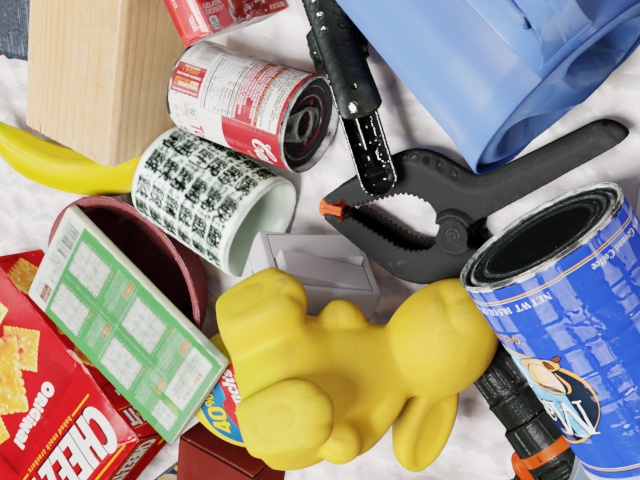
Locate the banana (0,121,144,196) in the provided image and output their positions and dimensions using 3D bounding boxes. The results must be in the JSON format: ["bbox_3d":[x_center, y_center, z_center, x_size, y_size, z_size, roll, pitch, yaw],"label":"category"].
[{"bbox_3d":[-0.201,-0.064,0.867,0.198,0.037,0.069,13,156,29],"label":"banana"}]

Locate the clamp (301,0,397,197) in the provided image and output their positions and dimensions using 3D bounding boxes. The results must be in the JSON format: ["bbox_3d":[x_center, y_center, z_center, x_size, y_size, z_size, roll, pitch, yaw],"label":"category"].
[{"bbox_3d":[0.014,-0.112,0.669,0.120,0.039,0.171,80,178,-58],"label":"clamp"}]

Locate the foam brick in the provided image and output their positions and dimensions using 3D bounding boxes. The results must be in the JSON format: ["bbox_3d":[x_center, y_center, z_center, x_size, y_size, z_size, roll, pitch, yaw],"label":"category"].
[{"bbox_3d":[-0.074,0.187,0.895,0.078,0.052,0.051,23,122,27],"label":"foam brick"}]

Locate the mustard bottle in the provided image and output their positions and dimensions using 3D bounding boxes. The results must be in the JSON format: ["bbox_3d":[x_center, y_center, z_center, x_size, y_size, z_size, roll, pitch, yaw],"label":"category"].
[{"bbox_3d":[-0.049,0.116,0.840,0.192,0.058,0.096,-4,107,37],"label":"mustard bottle"}]

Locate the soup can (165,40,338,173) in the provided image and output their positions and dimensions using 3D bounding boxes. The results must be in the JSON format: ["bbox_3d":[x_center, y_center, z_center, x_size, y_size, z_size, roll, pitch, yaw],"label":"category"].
[{"bbox_3d":[-0.047,-0.094,0.735,0.102,0.068,0.068,22,122,27],"label":"soup can"}]

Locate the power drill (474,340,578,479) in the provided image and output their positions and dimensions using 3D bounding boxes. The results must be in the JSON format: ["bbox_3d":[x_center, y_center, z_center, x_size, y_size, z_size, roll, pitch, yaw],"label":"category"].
[{"bbox_3d":[0.124,0.179,0.747,0.184,0.057,0.188,54,131,7],"label":"power drill"}]

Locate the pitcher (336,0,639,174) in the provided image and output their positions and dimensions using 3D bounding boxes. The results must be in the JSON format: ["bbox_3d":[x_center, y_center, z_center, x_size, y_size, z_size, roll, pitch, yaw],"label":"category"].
[{"bbox_3d":[0.058,-0.166,0.578,0.243,0.144,0.149,49,141,13],"label":"pitcher"}]

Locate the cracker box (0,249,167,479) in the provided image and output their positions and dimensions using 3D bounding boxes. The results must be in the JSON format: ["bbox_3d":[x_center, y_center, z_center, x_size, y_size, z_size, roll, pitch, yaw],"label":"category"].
[{"bbox_3d":[-0.248,0.141,0.951,0.214,0.072,0.164,47,116,17],"label":"cracker box"}]

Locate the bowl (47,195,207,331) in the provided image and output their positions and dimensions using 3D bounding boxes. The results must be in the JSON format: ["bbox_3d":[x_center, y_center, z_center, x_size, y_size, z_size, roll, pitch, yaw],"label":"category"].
[{"bbox_3d":[-0.147,0.032,0.872,0.162,0.055,0.162,15,119,30],"label":"bowl"}]

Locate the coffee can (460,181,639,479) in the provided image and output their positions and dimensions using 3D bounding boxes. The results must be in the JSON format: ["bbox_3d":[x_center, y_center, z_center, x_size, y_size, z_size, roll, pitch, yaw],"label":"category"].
[{"bbox_3d":[0.159,0.053,0.603,0.103,0.102,0.140,-26,104,40],"label":"coffee can"}]

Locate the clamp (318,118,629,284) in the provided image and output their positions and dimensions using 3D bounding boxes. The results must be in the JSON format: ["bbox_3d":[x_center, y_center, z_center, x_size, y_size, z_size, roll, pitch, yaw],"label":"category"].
[{"bbox_3d":[0.097,-0.018,0.688,0.210,0.036,0.165,18,120,24],"label":"clamp"}]

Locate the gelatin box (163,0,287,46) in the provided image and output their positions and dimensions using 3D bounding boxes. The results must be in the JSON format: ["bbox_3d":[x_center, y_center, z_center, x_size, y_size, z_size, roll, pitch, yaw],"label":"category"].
[{"bbox_3d":[-0.069,-0.174,0.700,0.030,0.089,0.073,-16,101,39],"label":"gelatin box"}]

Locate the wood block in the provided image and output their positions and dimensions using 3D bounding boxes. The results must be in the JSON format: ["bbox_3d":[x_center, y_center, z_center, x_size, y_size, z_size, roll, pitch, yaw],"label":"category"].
[{"bbox_3d":[-0.144,-0.170,0.756,0.091,0.090,0.206,27,124,24],"label":"wood block"}]
